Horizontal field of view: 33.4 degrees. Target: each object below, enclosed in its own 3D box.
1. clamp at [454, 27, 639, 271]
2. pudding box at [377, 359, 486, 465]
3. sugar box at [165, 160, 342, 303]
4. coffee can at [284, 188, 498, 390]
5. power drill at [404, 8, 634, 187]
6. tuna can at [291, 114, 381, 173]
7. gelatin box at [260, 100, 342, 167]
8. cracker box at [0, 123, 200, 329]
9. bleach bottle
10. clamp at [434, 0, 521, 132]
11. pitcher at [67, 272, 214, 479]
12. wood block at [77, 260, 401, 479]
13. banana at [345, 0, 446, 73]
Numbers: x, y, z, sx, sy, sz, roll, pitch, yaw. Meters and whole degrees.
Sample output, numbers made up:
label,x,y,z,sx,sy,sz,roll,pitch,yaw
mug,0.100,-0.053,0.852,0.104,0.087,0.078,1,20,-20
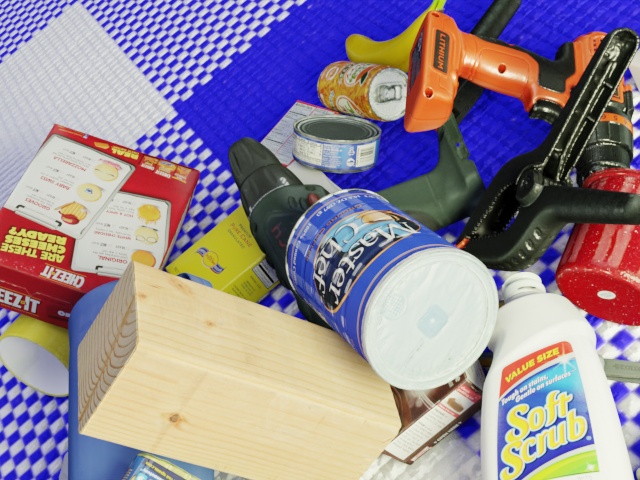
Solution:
label,x,y,z,sx,sy,sz,roll,pitch,yaw
clamp,0.165,-0.031,0.761,0.210,0.036,0.164,-50,27,40
pudding box,0.074,0.099,0.807,0.090,0.039,0.113,-44,36,21
sugar box,-0.057,0.001,1.023,0.176,0.048,0.093,-42,38,-3
coffee can,0.047,0.031,0.770,0.103,0.102,0.140,-42,31,-5
power drill,0.164,-0.108,0.871,0.187,0.057,0.184,12,54,-9
tuna can,0.015,-0.095,1.036,0.086,0.034,0.086,4,23,-2
gelatin box,-0.023,-0.101,1.111,0.089,0.030,0.073,-49,38,-14
cracker box,-0.229,-0.009,1.065,0.164,0.072,0.213,18,43,-3
bleach bottle,0.145,0.127,0.703,0.103,0.068,0.251,-18,45,16
clamp,0.142,-0.176,1.042,0.120,0.039,0.171,-32,37,41
pitcher,-0.140,0.151,0.868,0.145,0.149,0.243,-11,45,2
wood block,-0.058,0.104,0.759,0.091,0.205,0.090,-54,29,26
banana,0.075,-0.200,1.101,0.198,0.037,0.069,-8,59,62
